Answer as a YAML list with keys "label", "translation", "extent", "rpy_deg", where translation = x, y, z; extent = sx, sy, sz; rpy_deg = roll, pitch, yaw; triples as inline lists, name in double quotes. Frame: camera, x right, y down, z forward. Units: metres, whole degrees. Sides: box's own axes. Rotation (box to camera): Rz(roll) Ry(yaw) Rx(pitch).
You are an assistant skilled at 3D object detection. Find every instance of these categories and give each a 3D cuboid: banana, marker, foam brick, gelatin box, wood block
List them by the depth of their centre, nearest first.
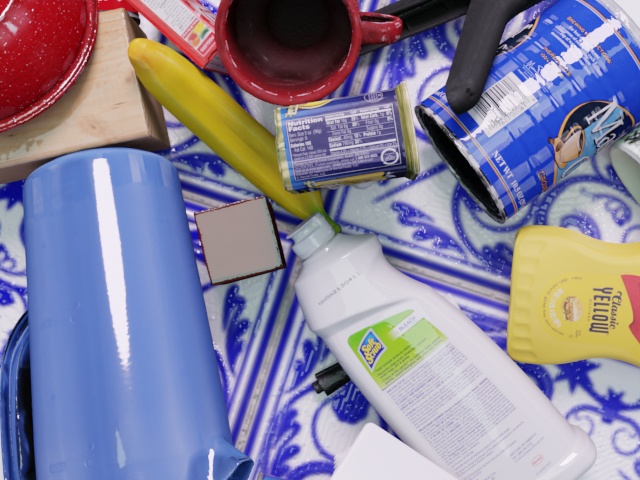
- label: "banana"
  translation: [-0.060, -0.075, 0.742]
  extent: [0.197, 0.070, 0.037]
  rpy_deg: [40, 83, -25]
- label: "gelatin box"
  translation: [-0.091, -0.152, 0.750]
  extent: [0.073, 0.089, 0.030]
  rpy_deg: [43, 100, 1]
- label: "foam brick"
  translation: [-0.055, 0.001, 0.752]
  extent: [0.053, 0.078, 0.051]
  rpy_deg: [-15, 88, -1]
- label: "wood block"
  translation: [-0.221, -0.090, 0.752]
  extent: [0.206, 0.091, 0.090]
  rpy_deg: [-12, 88, 1]
- label: "marker"
  translation: [0.047, 0.077, 0.777]
  extent: [0.121, 0.020, 0.020]
  rpy_deg: [-31, 88, 0]

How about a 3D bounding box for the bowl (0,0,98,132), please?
- label: "bowl"
  translation: [-0.228, -0.148, 0.685]
  extent: [0.162, 0.055, 0.162]
  rpy_deg: [-2, 68, 5]

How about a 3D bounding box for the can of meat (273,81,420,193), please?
- label: "can of meat"
  translation: [0.017, -0.062, 0.682]
  extent: [0.084, 0.102, 0.057]
  rpy_deg: [-9, 90, 3]

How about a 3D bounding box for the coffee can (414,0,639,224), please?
- label: "coffee can"
  translation: [0.151, -0.093, 0.736]
  extent: [0.140, 0.103, 0.103]
  rpy_deg: [-37, 88, 0]

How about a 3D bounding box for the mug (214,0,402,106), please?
- label: "mug"
  translation: [-0.005, -0.142, 0.701]
  extent: [0.117, 0.081, 0.093]
  rpy_deg: [1, 111, 6]

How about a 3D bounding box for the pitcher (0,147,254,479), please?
- label: "pitcher"
  translation: [-0.143, 0.070, 0.718]
  extent: [0.149, 0.145, 0.243]
  rpy_deg: [-5, 74, -18]

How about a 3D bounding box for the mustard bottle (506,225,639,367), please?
- label: "mustard bottle"
  translation: [0.228, 0.044, 0.737]
  extent: [0.192, 0.058, 0.096]
  rpy_deg: [4, 104, 11]

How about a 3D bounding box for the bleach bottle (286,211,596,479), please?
- label: "bleach bottle"
  translation: [0.073, 0.079, 0.737]
  extent: [0.102, 0.068, 0.251]
  rpy_deg: [-40, 96, 2]

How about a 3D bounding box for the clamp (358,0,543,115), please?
- label: "clamp"
  translation: [0.115, -0.167, 0.734]
  extent: [0.210, 0.165, 0.036]
  rpy_deg: [-37, 128, -7]
